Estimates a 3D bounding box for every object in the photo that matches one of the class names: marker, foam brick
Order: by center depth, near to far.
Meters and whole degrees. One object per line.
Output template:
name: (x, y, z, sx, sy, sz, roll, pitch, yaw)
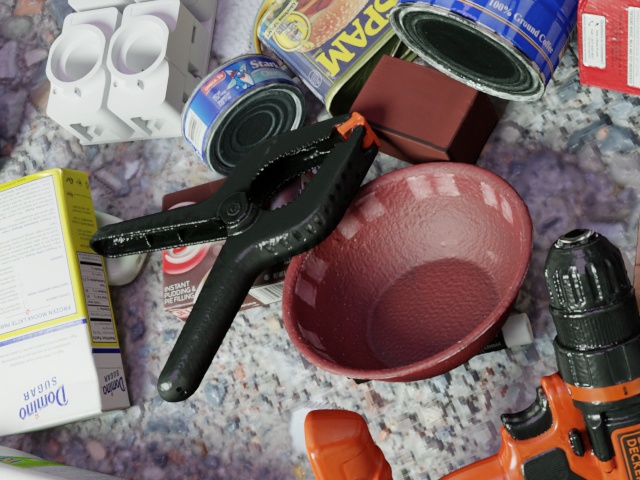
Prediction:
marker: (0.072, 0.069, 0.667, 0.121, 0.020, 0.020, -16, 64, 17)
foam brick: (0.068, -0.081, 0.708, 0.078, 0.053, 0.051, 23, 81, 28)

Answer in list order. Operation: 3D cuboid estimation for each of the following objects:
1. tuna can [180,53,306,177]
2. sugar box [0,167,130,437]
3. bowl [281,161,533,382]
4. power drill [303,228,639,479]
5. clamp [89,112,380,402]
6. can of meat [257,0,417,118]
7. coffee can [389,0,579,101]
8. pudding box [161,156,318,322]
tuna can: (-0.053, -0.086, 0.744, 0.086, 0.086, 0.034, -43, 61, 3)
sugar box: (-0.198, 0.044, 0.759, 0.093, 0.048, 0.176, -15, 82, 20)
bowl: (0.059, 0.029, 0.652, 0.162, 0.055, 0.162, -18, 44, 18)
power drill: (0.090, 0.101, 0.558, 0.187, 0.057, 0.184, -17, 103, 5)
clamp: (-0.047, -0.001, 0.684, 0.210, 0.036, 0.165, -33, 48, 7)
can of meat: (0.018, -0.148, 0.743, 0.102, 0.057, 0.084, -44, 71, 3)
coffee can: (0.118, -0.168, 0.629, 0.103, 0.102, 0.140, 26, 84, 30)
pudding box: (-0.055, 0.001, 0.738, 0.114, 0.039, 0.090, -13, 64, 18)
